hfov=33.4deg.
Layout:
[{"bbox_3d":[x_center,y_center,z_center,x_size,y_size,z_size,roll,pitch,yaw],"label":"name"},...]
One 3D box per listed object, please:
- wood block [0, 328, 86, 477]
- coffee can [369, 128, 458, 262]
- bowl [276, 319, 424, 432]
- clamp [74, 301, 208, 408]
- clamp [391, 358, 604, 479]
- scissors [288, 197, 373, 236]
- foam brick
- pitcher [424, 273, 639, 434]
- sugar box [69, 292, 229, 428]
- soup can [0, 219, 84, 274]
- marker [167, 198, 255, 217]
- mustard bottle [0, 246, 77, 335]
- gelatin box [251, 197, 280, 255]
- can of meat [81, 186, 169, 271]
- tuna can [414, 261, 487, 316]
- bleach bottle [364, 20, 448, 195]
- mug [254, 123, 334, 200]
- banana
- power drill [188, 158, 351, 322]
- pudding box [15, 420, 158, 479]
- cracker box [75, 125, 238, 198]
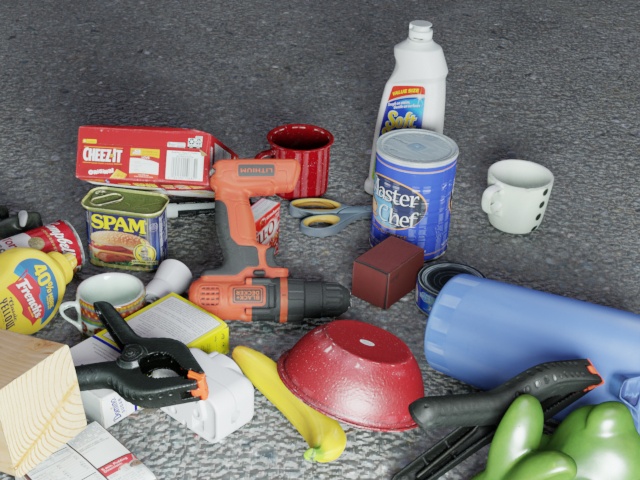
[{"bbox_3d":[-0.329,0.137,0.991,0.206,0.090,0.090,8,28,32],"label":"wood block"},{"bbox_3d":[0.116,-0.057,1.348,0.103,0.140,0.103,2,30,-1],"label":"coffee can"},{"bbox_3d":[0.040,0.124,1.067,0.162,0.055,0.162,16,19,-6],"label":"bowl"},{"bbox_3d":[-0.181,0.112,1.035,0.171,0.039,0.120,9,50,15],"label":"clamp"},{"bbox_3d":[0.154,0.159,0.948,0.209,0.165,0.036,-16,57,-22],"label":"clamp"},{"bbox_3d":[0.056,-0.029,1.422,0.202,0.016,0.096,5,31,4],"label":"scissors"},{"bbox_3d":[0.081,0.037,1.270,0.051,0.053,0.078,23,35,32],"label":"foam brick"},{"bbox_3d":[0.238,0.116,1.086,0.243,0.149,0.144,17,52,30],"label":"pitcher"},{"bbox_3d":[-0.188,0.122,1.111,0.093,0.048,0.175,25,41,34],"label":"sugar box"},{"bbox_3d":[-0.338,0.022,1.251,0.102,0.068,0.069,-23,38,-36],"label":"soup can"},{"bbox_3d":[-0.147,-0.043,1.428,0.121,0.020,0.020,-4,30,-11],"label":"marker"},{"bbox_3d":[-0.332,0.061,1.153,0.058,0.096,0.191,4,26,30],"label":"mustard bottle"},{"bbox_3d":[-0.082,-0.001,1.303,0.030,0.073,0.089,16,32,22],"label":"gelatin box"},{"bbox_3d":[-0.236,-0.013,1.303,0.102,0.084,0.057,7,30,8],"label":"can of meat"},{"bbox_3d":[0.154,0.060,1.255,0.086,0.034,0.086,2,30,-1],"label":"tuna can"},{"bbox_3d":[0.118,-0.174,1.441,0.103,0.251,0.067,22,35,30],"label":"bleach bottle"},{"bbox_3d":[-0.040,-0.105,1.480,0.117,0.081,0.093,-13,33,-26],"label":"mug"},{"bbox_3d":[-0.024,0.161,1.041,0.037,0.069,0.198,-49,36,0],"label":"banana"},{"bbox_3d":[-0.058,0.001,1.217,0.184,0.057,0.187,0,74,-7],"label":"power drill"},{"bbox_3d":[-0.207,0.217,0.949,0.089,0.039,0.114,-25,37,-35],"label":"pudding box"},{"bbox_3d":[-0.201,-0.097,1.364,0.164,0.072,0.213,3,-2,5],"label":"cracker box"}]
